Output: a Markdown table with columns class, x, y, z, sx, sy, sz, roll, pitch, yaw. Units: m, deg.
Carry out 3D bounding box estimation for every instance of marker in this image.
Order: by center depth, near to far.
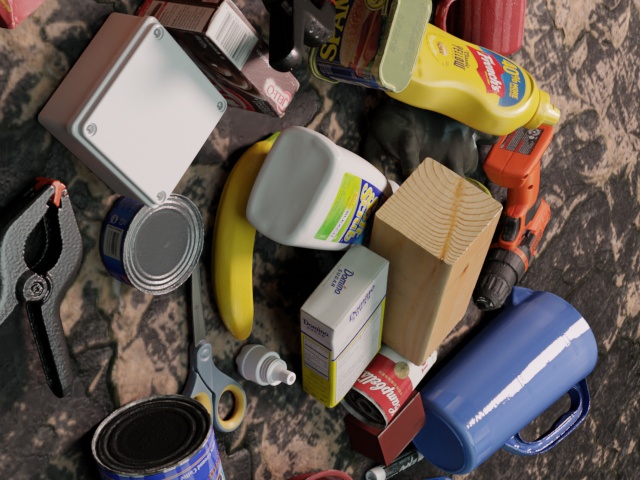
| class | x | y | z | sx | sy | sz | roll | pitch | yaw |
| --- | --- | --- | --- | --- | --- | --- | --- | --- | --- |
| marker | 0.099 | 0.263 | 1.273 | 0.120 | 0.020 | 0.020 | -16 | 116 | -46 |

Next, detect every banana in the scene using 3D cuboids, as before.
| class | x | y | z | sx | sy | sz | roll | pitch | yaw |
| --- | --- | --- | --- | --- | --- | --- | --- | --- | --- |
| banana | -0.068 | -0.004 | 0.960 | 0.069 | 0.037 | 0.198 | 5 | 100 | -48 |

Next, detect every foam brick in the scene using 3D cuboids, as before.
| class | x | y | z | sx | sy | sz | roll | pitch | yaw |
| --- | --- | --- | --- | --- | --- | --- | --- | --- | --- |
| foam brick | 0.073 | 0.203 | 1.194 | 0.078 | 0.051 | 0.053 | -42 | 133 | -31 |

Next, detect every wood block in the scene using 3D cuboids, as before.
| class | x | y | z | sx | sy | sz | roll | pitch | yaw |
| --- | --- | --- | --- | --- | --- | --- | --- | --- | --- |
| wood block | 0.104 | 0.027 | 1.068 | 0.090 | 0.090 | 0.206 | -46 | 161 | -27 |

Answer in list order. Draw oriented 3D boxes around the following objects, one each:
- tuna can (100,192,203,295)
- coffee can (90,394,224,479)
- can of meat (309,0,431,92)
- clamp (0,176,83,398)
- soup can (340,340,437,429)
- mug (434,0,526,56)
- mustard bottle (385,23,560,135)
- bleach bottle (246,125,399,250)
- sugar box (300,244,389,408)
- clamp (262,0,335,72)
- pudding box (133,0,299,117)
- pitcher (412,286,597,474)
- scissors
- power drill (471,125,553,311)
| class | x | y | z | sx | sy | sz | roll | pitch | yaw |
| --- | --- | --- | --- | --- | --- | --- | --- | --- | --- |
| tuna can | -0.139 | 0.000 | 0.881 | 0.085 | 0.034 | 0.086 | -21 | 120 | -44 |
| coffee can | -0.131 | 0.219 | 0.921 | 0.102 | 0.103 | 0.140 | -34 | 128 | -37 |
| can of meat | 0.047 | -0.191 | 0.984 | 0.057 | 0.084 | 0.102 | 11 | 96 | -51 |
| clamp | -0.215 | 0.041 | 0.803 | 0.120 | 0.039 | 0.171 | 28 | 83 | -52 |
| soup can | 0.073 | 0.144 | 1.157 | 0.102 | 0.069 | 0.068 | -48 | 135 | -26 |
| mug | 0.163 | -0.236 | 1.101 | 0.117 | 0.093 | 0.081 | -26 | 128 | -35 |
| mustard bottle | 0.153 | -0.153 | 1.057 | 0.191 | 0.058 | 0.096 | 19 | 46 | -19 |
| bleach bottle | 0.026 | -0.040 | 1.006 | 0.102 | 0.068 | 0.250 | -63 | 157 | 10 |
| sugar box | 0.022 | 0.087 | 1.047 | 0.093 | 0.048 | 0.176 | -49 | 157 | -26 |
| clamp | -0.028 | -0.196 | 0.870 | 0.164 | 0.036 | 0.209 | 66 | 19 | 11 |
| pudding box | -0.082 | -0.147 | 0.846 | 0.039 | 0.090 | 0.113 | -60 | 139 | -16 |
| pitcher | 0.222 | 0.182 | 1.294 | 0.242 | 0.149 | 0.145 | -35 | 140 | -32 |
| scissors | -0.098 | 0.106 | 0.986 | 0.096 | 0.016 | 0.202 | -4 | 108 | -50 |
| power drill | 0.220 | -0.033 | 1.235 | 0.184 | 0.057 | 0.188 | -57 | 154 | -38 |
